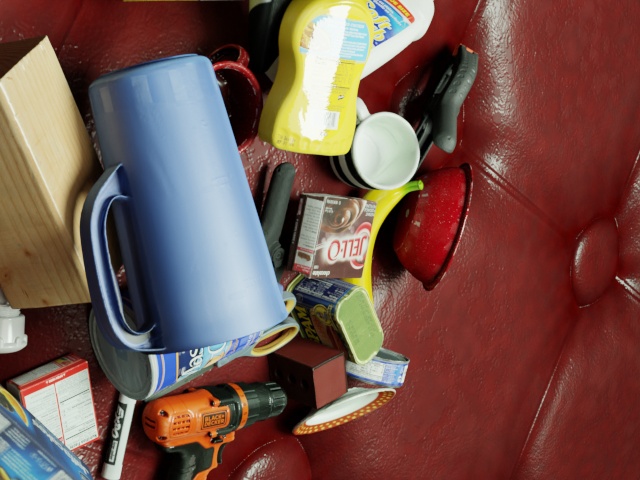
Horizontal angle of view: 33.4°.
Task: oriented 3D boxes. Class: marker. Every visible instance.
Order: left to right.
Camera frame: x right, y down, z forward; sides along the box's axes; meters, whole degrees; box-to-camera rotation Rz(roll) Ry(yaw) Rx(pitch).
[{"bbox_3d":[-0.199,0.180,1.074,0.020,0.020,0.121,10,94,-46],"label":"marker"}]

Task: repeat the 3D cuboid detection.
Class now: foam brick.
[{"bbox_3d":[-0.015,0.148,1.208,0.051,0.078,0.053,-23,115,-39],"label":"foam brick"}]

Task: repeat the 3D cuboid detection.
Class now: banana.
[{"bbox_3d":[0.056,0.011,1.246,0.037,0.070,0.198,-13,125,-58],"label":"banana"}]

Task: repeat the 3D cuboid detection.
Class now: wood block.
[{"bbox_3d":[-0.243,-0.053,0.891,0.090,0.090,0.206,-66,145,-53],"label":"wood block"}]

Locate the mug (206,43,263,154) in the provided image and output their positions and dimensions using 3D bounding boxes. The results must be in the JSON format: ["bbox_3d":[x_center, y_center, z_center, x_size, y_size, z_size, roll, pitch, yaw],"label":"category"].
[{"bbox_3d":[-0.110,-0.139,1.026,0.093,0.082,0.117,37,75,-44],"label":"mug"}]

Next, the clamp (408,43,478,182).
[{"bbox_3d":[0.137,-0.146,1.271,0.036,0.165,0.209,29,56,-10],"label":"clamp"}]

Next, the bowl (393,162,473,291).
[{"bbox_3d":[0.128,-0.023,1.280,0.055,0.162,0.162,17,89,-7],"label":"bowl"}]

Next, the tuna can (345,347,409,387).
[{"bbox_3d":[0.061,0.148,1.278,0.085,0.086,0.034,11,95,-46],"label":"tuna can"}]

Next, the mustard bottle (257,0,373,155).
[{"bbox_3d":[0.003,-0.180,1.016,0.096,0.058,0.192,2,108,-34],"label":"mustard bottle"}]

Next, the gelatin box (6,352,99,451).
[{"bbox_3d":[-0.252,0.161,1.007,0.073,0.030,0.089,-23,120,-39],"label":"gelatin box"}]

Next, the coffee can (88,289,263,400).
[{"bbox_3d":[-0.139,0.082,1.045,0.140,0.103,0.103,-24,117,-39],"label":"coffee can"}]

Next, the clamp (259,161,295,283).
[{"bbox_3d":[-0.058,0.001,1.149,0.171,0.039,0.120,-51,133,-26],"label":"clamp"}]

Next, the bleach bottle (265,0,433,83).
[{"bbox_3d":[0.042,-0.235,1.157,0.102,0.068,0.250,50,52,1],"label":"bleach bottle"}]

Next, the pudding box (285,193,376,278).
[{"bbox_3d":[0.013,-0.005,1.176,0.113,0.039,0.090,3,99,-55],"label":"pudding box"}]

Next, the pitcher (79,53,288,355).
[{"bbox_3d":[-0.126,-0.028,0.909,0.145,0.149,0.243,-14,96,3],"label":"pitcher"}]

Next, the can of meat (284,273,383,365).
[{"bbox_3d":[0.018,0.088,1.218,0.057,0.084,0.102,-43,129,-28],"label":"can of meat"}]

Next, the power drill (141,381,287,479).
[{"bbox_3d":[-0.116,0.246,1.152,0.184,0.057,0.188,-2,101,-43],"label":"power drill"}]

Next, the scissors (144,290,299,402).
[{"bbox_3d":[-0.096,0.108,1.139,0.201,0.016,0.096,-17,138,-41],"label":"scissors"}]
